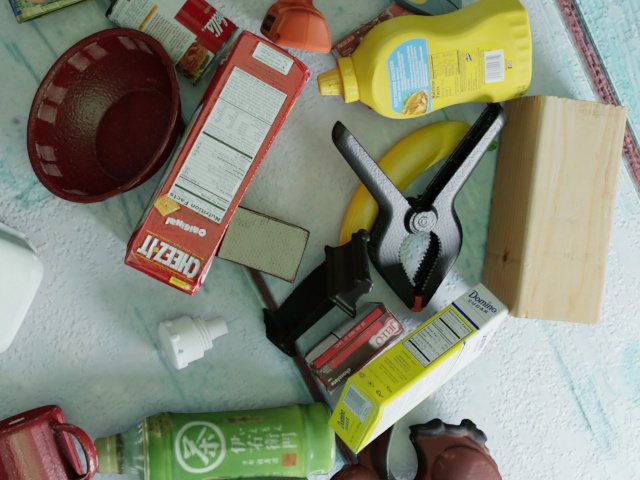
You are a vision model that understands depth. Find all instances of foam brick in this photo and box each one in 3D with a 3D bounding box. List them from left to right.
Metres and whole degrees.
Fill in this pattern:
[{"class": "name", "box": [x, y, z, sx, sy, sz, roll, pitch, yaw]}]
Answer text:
[{"class": "foam brick", "box": [-0.057, 0.001, 1.002, 0.078, 0.051, 0.053, 20, 91, -12]}]

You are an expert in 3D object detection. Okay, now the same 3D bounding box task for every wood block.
[{"class": "wood block", "box": [0.222, -0.031, 1.028, 0.090, 0.091, 0.206, 6, 95, -14]}]

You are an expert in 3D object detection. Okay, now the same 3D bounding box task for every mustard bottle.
[{"class": "mustard bottle", "box": [0.092, -0.159, 0.968, 0.191, 0.058, 0.096, -12, 133, -2]}]

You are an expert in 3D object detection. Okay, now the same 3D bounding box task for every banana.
[{"class": "banana", "box": [0.082, -0.057, 1.029, 0.197, 0.037, 0.069, -39, 101, -4]}]

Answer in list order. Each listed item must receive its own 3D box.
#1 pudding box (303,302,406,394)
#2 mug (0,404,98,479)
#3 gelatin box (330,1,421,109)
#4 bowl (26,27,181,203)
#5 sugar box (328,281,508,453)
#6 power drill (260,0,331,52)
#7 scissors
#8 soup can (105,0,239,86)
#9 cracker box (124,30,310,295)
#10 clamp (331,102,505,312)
[{"class": "pudding box", "box": [0.029, 0.098, 0.995, 0.090, 0.113, 0.039, -39, 92, -4]}, {"class": "mug", "box": [-0.252, 0.197, 0.961, 0.117, 0.093, 0.081, -16, 94, 27]}, {"class": "gelatin box", "box": [0.065, -0.179, 1.016, 0.089, 0.030, 0.073, -35, 101, -5]}, {"class": "bowl", "box": [-0.180, -0.103, 0.943, 0.162, 0.055, 0.162, -8, 72, 25]}, {"class": "sugar box", "box": [0.091, 0.116, 0.989, 0.176, 0.093, 0.048, -35, 69, -32]}, {"class": "power drill", "box": [-0.004, -0.262, 0.928, 0.057, 0.184, 0.188, 9, 104, -11]}, {"class": "scissors", "box": [0.115, -0.196, 1.004, 0.096, 0.016, 0.202, -17, 96, -24]}, {"class": "soup can", "box": [-0.133, -0.196, 0.959, 0.102, 0.068, 0.068, 37, 88, -11]}, {"class": "cracker box", "box": [-0.093, -0.067, 0.931, 0.072, 0.164, 0.214, 27, 90, -10]}, {"class": "clamp", "box": [0.080, -0.029, 0.997, 0.164, 0.036, 0.210, -1, 117, -17]}]
